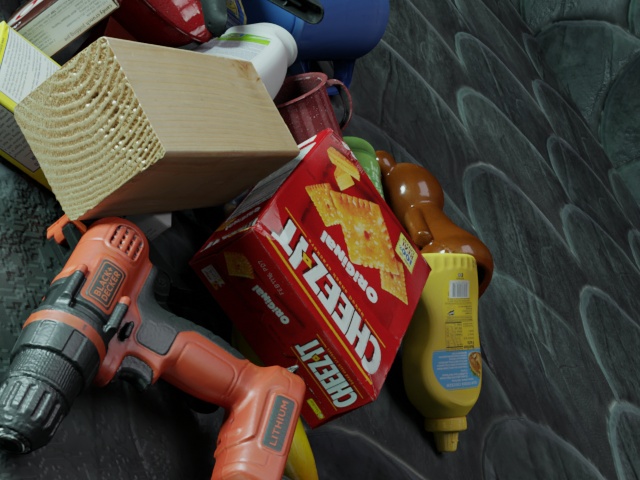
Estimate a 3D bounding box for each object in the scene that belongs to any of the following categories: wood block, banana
[{"bbox_3d":[-0.110,-0.078,0.778,0.091,0.090,0.205,61,22,7],"label":"wood block"},{"bbox_3d":[-0.038,0.106,0.841,0.069,0.037,0.198,34,31,-40],"label":"banana"}]

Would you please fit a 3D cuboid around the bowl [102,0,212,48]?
[{"bbox_3d":[-0.176,-0.233,1.001,0.162,0.055,0.162,46,18,-20],"label":"bowl"}]

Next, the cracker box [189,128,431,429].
[{"bbox_3d":[0.003,0.021,0.866,0.164,0.072,0.213,54,28,-12],"label":"cracker box"}]

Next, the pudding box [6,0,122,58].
[{"bbox_3d":[-0.198,-0.182,0.832,0.039,0.114,0.090,47,25,-24],"label":"pudding box"}]

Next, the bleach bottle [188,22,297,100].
[{"bbox_3d":[-0.074,-0.168,1.047,0.103,0.068,0.250,12,26,13],"label":"bleach bottle"}]

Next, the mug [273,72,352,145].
[{"bbox_3d":[-0.015,-0.120,1.087,0.117,0.093,0.081,-33,116,-27],"label":"mug"}]

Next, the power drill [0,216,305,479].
[{"bbox_3d":[-0.103,0.094,0.675,0.187,0.057,0.184,40,40,-20],"label":"power drill"}]

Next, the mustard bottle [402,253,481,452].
[{"bbox_3d":[0.119,0.110,1.045,0.096,0.058,0.191,3,82,-48],"label":"mustard bottle"}]

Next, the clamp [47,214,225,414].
[{"bbox_3d":[-0.122,0.047,0.763,0.171,0.039,0.120,33,33,-26],"label":"clamp"}]

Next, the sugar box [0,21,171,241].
[{"bbox_3d":[-0.187,-0.076,0.798,0.176,0.048,0.093,43,26,-34],"label":"sugar box"}]

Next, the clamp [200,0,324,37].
[{"bbox_3d":[-0.110,-0.279,1.071,0.210,0.036,0.164,45,36,11],"label":"clamp"}]

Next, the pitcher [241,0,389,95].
[{"bbox_3d":[-0.017,-0.265,1.284,0.149,0.145,0.242,45,26,9],"label":"pitcher"}]
